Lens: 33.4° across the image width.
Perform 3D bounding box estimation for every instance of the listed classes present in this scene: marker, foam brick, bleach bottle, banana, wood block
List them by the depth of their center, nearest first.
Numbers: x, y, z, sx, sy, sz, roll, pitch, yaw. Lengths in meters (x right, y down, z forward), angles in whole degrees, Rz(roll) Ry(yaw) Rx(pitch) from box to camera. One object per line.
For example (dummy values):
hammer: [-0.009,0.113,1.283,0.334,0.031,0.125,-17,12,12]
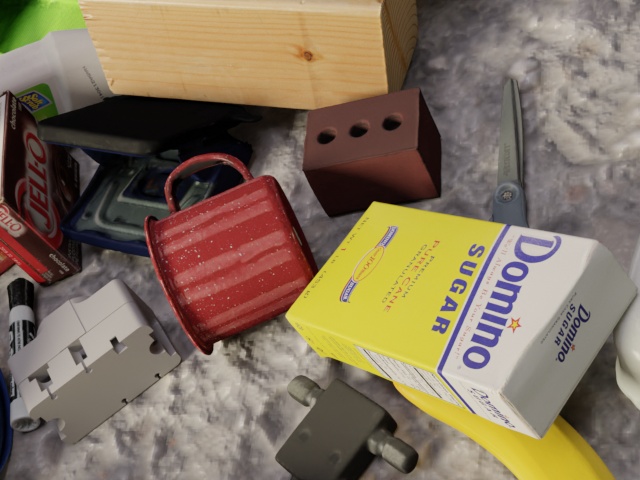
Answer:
banana: [0.103,0.118,0.526,0.069,0.037,0.198,-33,48,3]
foam brick: [0.033,-0.055,0.677,0.078,0.051,0.053,-10,53,21]
marker: [-0.202,0.074,0.724,0.020,0.020,0.121,-24,50,10]
wood block: [-0.045,-0.153,0.727,0.206,0.091,0.090,7,51,16]
bleach bottle: [-0.244,-0.091,0.825,0.251,0.102,0.068,-26,51,0]

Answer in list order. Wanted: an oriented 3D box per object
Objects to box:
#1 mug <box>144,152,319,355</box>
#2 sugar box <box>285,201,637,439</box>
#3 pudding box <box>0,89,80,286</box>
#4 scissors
mug: [-0.054,0.001,0.651,0.081,0.093,0.117,-24,74,3]
sugar box: [0.066,0.033,0.559,0.093,0.048,0.177,-53,30,-17]
pudding box: [-0.211,-0.037,0.762,0.039,0.090,0.113,-23,49,11]
scissors: [0.096,-0.012,0.637,0.096,0.016,0.202,-20,50,13]
